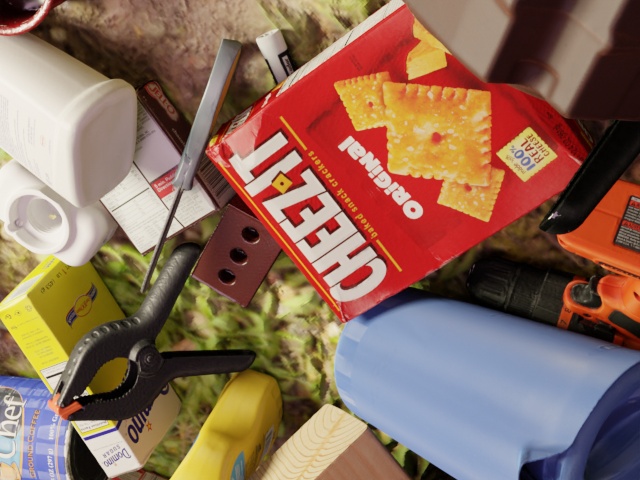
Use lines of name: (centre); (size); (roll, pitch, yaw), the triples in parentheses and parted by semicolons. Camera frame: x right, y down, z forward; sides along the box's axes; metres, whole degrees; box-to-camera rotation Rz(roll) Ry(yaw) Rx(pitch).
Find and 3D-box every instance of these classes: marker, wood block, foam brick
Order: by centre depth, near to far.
marker: (-0.015, -0.095, 0.781); (0.020, 0.020, 0.121); (-15, 111, 24)
foam brick: (-0.055, 0.001, 0.825); (0.053, 0.051, 0.078); (31, 121, 0)
wood block: (0.051, 0.238, 0.831); (0.090, 0.090, 0.206); (-42, 105, -14)

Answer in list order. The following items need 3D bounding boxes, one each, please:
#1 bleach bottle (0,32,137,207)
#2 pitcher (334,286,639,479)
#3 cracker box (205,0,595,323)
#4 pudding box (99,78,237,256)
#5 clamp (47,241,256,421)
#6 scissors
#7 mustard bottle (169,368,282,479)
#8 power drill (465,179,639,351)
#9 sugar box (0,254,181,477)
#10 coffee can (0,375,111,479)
bleach bottle: (-0.248, -0.129, 0.786); (0.251, 0.068, 0.103); (34, 142, 17)
pitcher: (0.130, 0.110, 0.734); (0.243, 0.145, 0.149); (20, 155, 51)
cracker box: (0.055, -0.065, 0.731); (0.214, 0.072, 0.164); (-33, 104, 21)
pudding box: (-0.134, -0.055, 0.829); (0.090, 0.039, 0.113); (-28, 103, 29)
clamp: (-0.133, 0.096, 0.858); (0.120, 0.171, 0.039); (54, 163, -16)
scissors: (-0.092, -0.063, 0.779); (0.016, 0.096, 0.202); (21, 123, -5)
mustard bottle: (-0.086, 0.191, 0.851); (0.058, 0.191, 0.096); (19, 121, 7)
power drill: (0.187, 0.025, 0.709); (0.184, 0.057, 0.187); (18, 160, 14)
sugar box: (-0.190, 0.100, 0.896); (0.048, 0.093, 0.176); (-24, 108, 27)
coffee can: (-0.262, 0.173, 0.951); (0.140, 0.102, 0.103); (2, 117, 16)
